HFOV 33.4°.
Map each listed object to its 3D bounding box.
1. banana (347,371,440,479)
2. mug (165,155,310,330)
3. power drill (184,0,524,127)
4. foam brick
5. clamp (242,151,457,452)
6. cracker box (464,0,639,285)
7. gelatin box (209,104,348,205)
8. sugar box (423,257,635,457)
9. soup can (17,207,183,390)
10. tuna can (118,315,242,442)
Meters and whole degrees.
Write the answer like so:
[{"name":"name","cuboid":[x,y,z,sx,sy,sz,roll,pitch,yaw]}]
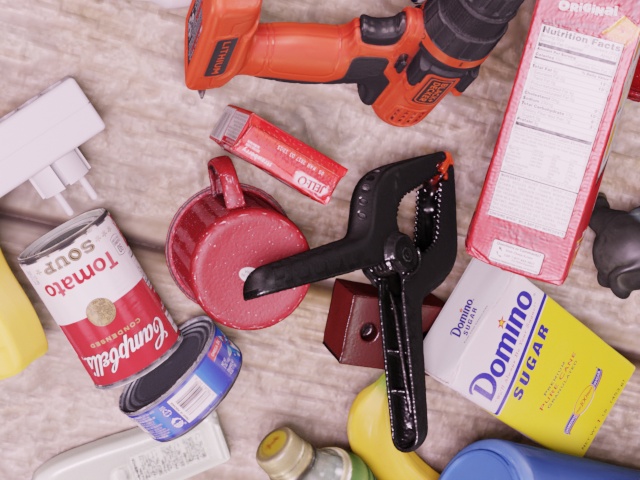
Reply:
[{"name":"banana","cuboid":[0.071,0.169,0.792,0.070,0.037,0.197,-14,127,30]},{"name":"mug","cuboid":[-0.055,0.001,0.714,0.093,0.081,0.117,-11,103,-13]},{"name":"power drill","cuboid":[0.017,-0.132,0.659,0.187,0.185,0.057,6,66,-17]},{"name":"foam brick","cuboid":[0.048,0.063,0.770,0.078,0.051,0.053,9,99,-17]},{"name":"clamp","cuboid":[0.050,0.024,0.713,0.164,0.036,0.209,53,48,-19]},{"name":"cracker box","cuboid":[0.162,-0.096,0.693,0.072,0.164,0.214,17,107,14]},{"name":"gelatin box","cuboid":[-0.030,-0.057,0.705,0.073,0.089,0.030,30,92,-19]},{"name":"sugar box","cuboid":[0.152,0.091,0.778,0.176,0.048,0.093,34,85,-40]},{"name":"soup can","cuboid":[-0.145,0.038,0.705,0.068,0.068,0.102,-30,106,-8]},{"name":"tuna can","cuboid":[-0.094,0.094,0.720,0.086,0.086,0.033,-44,110,-3]}]
